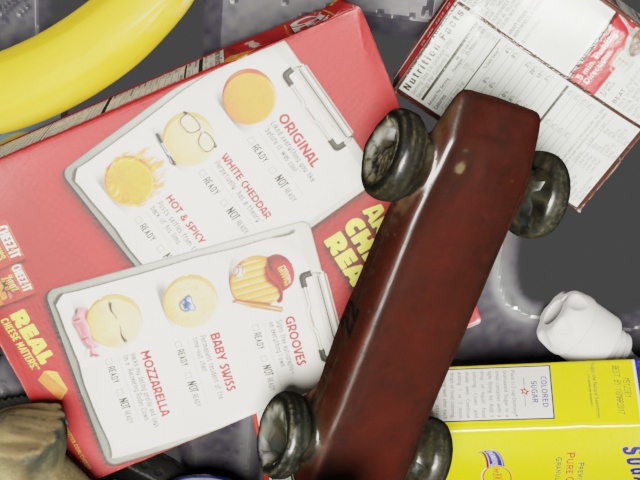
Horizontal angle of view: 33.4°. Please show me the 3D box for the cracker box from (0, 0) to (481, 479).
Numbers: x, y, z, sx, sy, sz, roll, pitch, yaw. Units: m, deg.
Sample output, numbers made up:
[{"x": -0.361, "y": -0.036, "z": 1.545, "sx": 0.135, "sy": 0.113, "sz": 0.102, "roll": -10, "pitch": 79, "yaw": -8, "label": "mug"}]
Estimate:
[{"x": -0.053, "y": 0.001, "z": 0.517, "sx": 0.213, "sy": 0.072, "sz": 0.164, "roll": -23, "pitch": 109, "yaw": 1, "label": "cracker box"}]

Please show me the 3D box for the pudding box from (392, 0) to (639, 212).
[{"x": 0.103, "y": -0.081, "z": 0.502, "sx": 0.113, "sy": 0.039, "sz": 0.090, "roll": 33, "pitch": 114, "yaw": -6, "label": "pudding box"}]

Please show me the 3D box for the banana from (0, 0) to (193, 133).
[{"x": -0.137, "y": -0.091, "z": 0.509, "sx": 0.198, "sy": 0.037, "sz": 0.069, "roll": -14, "pitch": 86, "yaw": 14, "label": "banana"}]

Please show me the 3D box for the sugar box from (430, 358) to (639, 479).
[{"x": 0.139, "y": 0.103, "z": 0.558, "sx": 0.176, "sy": 0.048, "sz": 0.093, "roll": -2, "pitch": 142, "yaw": 11, "label": "sugar box"}]
